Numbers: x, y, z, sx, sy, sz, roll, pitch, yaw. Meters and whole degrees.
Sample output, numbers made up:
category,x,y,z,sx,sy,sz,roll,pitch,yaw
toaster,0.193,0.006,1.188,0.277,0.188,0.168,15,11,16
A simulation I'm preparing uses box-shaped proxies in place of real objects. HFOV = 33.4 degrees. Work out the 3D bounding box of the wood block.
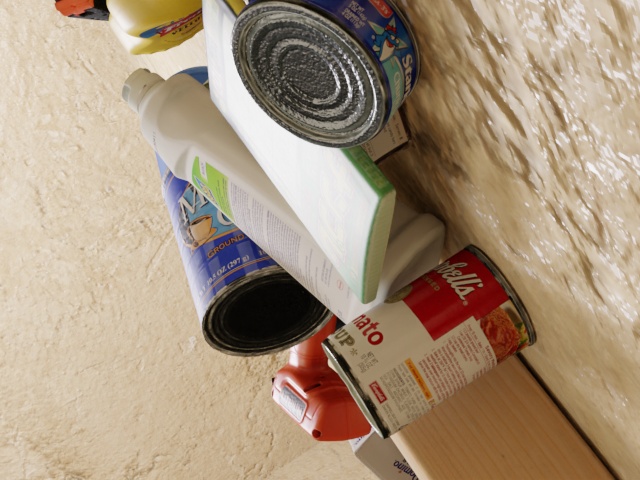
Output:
category,x,y,z,sx,sy,sz,roll,pitch,yaw
wood block,0.125,0.158,0.654,0.206,0.090,0.090,54,174,29

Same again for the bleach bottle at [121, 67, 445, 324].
category,x,y,z,sx,sy,sz,roll,pitch,yaw
bleach bottle,-0.037,-0.041,0.699,0.251,0.068,0.102,38,154,20

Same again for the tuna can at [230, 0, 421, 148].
category,x,y,z,sx,sy,sz,roll,pitch,yaw
tuna can,0.001,-0.085,0.496,0.086,0.033,0.086,24,145,18

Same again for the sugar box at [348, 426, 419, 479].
category,x,y,z,sx,sy,sz,roll,pitch,yaw
sugar box,0.066,0.198,1.036,0.093,0.048,0.176,45,178,-8

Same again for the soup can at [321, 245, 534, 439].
category,x,y,z,sx,sy,sz,roll,pitch,yaw
soup can,0.060,0.058,0.608,0.068,0.102,0.068,57,174,9

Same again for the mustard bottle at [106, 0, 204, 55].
category,x,y,z,sx,sy,sz,roll,pitch,yaw
mustard bottle,-0.101,-0.177,0.737,0.058,0.096,0.192,58,174,-7

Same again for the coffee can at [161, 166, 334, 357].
category,x,y,z,sx,sy,sz,roll,pitch,yaw
coffee can,-0.055,0.001,0.800,0.102,0.103,0.140,66,-178,-52

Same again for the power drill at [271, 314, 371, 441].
category,x,y,z,sx,sy,sz,roll,pitch,yaw
power drill,0.012,0.060,0.851,0.185,0.057,0.188,-148,60,-63
